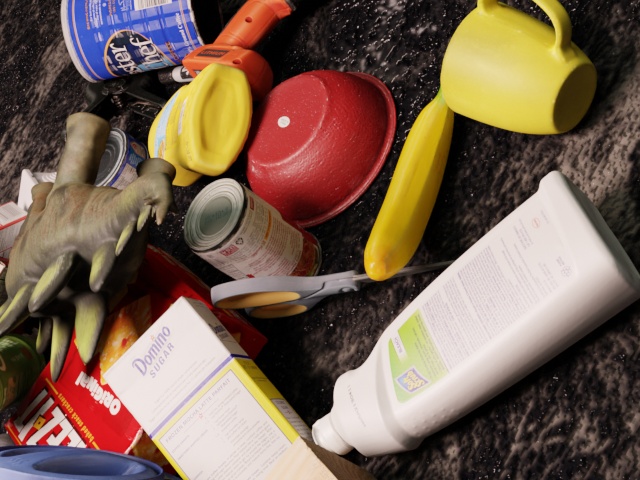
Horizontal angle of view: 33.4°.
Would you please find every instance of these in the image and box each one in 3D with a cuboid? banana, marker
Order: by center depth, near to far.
[{"bbox_3d":[0.068,-0.039,0.820,0.037,0.069,0.197,9,58,18],"label":"banana"},{"bbox_3d":[-0.129,-0.177,1.123,0.121,0.020,0.020,3,66,42],"label":"marker"}]

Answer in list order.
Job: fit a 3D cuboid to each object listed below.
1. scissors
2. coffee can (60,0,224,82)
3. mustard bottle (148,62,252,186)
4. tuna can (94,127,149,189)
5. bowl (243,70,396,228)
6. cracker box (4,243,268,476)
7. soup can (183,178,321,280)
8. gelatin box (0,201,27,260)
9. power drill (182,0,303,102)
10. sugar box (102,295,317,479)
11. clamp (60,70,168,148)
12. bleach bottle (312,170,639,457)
[{"bbox_3d":[0.015,0.039,0.847,0.202,0.096,0.016,-6,72,4],"label":"scissors"},{"bbox_3d":[-0.183,-0.228,1.111,0.140,0.102,0.103,-9,56,13],"label":"coffee can"},{"bbox_3d":[-0.122,-0.101,1.008,0.192,0.058,0.096,170,110,-67],"label":"mustard bottle"},{"bbox_3d":[-0.224,-0.076,1.130,0.086,0.033,0.086,-22,51,30],"label":"tuna can"},{"bbox_3d":[-0.014,-0.093,0.941,0.162,0.055,0.162,-23,51,30],"label":"bowl"},{"bbox_3d":[-0.165,0.124,0.922,0.214,0.072,0.164,-55,42,0],"label":"cracker box"},{"bbox_3d":[-0.056,0.001,0.882,0.069,0.102,0.068,-22,51,30],"label":"soup can"},{"bbox_3d":[-0.339,0.008,1.072,0.030,0.089,0.073,35,125,17],"label":"gelatin box"},{"bbox_3d":[-0.034,-0.218,1.019,0.185,0.057,0.187,11,60,51],"label":"power drill"},{"bbox_3d":[-0.075,0.136,0.802,0.093,0.048,0.176,-44,69,7],"label":"sugar box"},{"bbox_3d":[-0.224,-0.147,1.140,0.120,0.039,0.171,-15,29,-10],"label":"clamp"},{"bbox_3d":[0.093,0.067,0.740,0.251,0.068,0.102,-39,44,19],"label":"bleach bottle"}]
